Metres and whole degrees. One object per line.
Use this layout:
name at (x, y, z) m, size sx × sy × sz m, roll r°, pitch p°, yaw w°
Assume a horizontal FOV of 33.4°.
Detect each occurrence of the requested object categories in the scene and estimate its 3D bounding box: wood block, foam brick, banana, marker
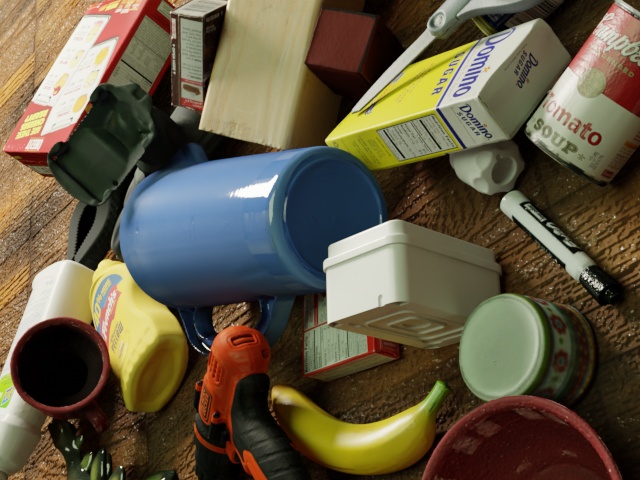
wood block at (-0.025, -0.182, 0.923) m, size 0.090 × 0.090 × 0.206 m, roll 15°, pitch 94°, yaw 24°
foam brick at (0.030, -0.152, 0.883) m, size 0.051 × 0.078 × 0.053 m, roll 14°, pitch 83°, yaw 24°
banana at (0.022, 0.143, 0.813) m, size 0.198 × 0.037 × 0.069 m, roll -8°, pitch 52°, yaw 48°
marker at (0.160, 0.005, 0.714) m, size 0.020 × 0.020 × 0.121 m, roll -57°, pitch 40°, yaw 17°

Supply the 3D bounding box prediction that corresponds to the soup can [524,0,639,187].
soup can at (0.187, -0.094, 0.685) m, size 0.102 × 0.068 × 0.068 m, roll -56°, pitch 40°, yaw 19°

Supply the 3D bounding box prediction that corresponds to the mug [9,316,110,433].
mug at (-0.243, 0.138, 1.040) m, size 0.117 × 0.093 × 0.081 m, roll 49°, pitch 162°, yaw 9°

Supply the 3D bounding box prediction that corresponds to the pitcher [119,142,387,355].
pitcher at (-0.056, 0.001, 0.875) m, size 0.144 × 0.149 × 0.243 m, roll -51°, pitch 24°, yaw -25°

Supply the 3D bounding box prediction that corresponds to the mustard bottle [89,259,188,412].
mustard bottle at (-0.192, 0.079, 1.080) m, size 0.192 × 0.058 × 0.096 m, roll 53°, pitch 129°, yaw 48°

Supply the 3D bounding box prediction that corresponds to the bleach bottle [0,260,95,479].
bleach bottle at (-0.306, 0.147, 1.130) m, size 0.103 × 0.068 × 0.250 m, roll -27°, pitch 39°, yaw 50°

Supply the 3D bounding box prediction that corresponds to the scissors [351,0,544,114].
scissors at (0.102, -0.153, 0.760) m, size 0.202 × 0.016 × 0.096 m, roll -55°, pitch 44°, yaw 14°

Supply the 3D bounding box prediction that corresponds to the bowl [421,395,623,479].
bowl at (0.131, 0.177, 0.643) m, size 0.162 × 0.055 × 0.162 m, roll -22°, pitch 60°, yaw 44°

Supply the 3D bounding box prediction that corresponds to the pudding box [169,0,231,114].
pudding box at (-0.089, -0.174, 0.948) m, size 0.039 × 0.113 × 0.090 m, roll 17°, pitch 123°, yaw 23°

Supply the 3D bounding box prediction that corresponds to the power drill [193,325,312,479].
power drill at (-0.047, 0.186, 0.829) m, size 0.188 × 0.057 × 0.185 m, roll 55°, pitch 147°, yaw 38°

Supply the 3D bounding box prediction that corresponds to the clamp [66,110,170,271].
clamp at (-0.239, -0.056, 1.215) m, size 0.165 × 0.036 × 0.210 m, roll -6°, pitch 66°, yaw 50°

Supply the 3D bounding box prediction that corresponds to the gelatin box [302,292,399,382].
gelatin box at (0.023, 0.067, 0.847) m, size 0.089 × 0.030 × 0.073 m, roll -27°, pitch 55°, yaw 45°

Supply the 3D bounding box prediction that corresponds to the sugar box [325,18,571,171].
sugar box at (0.089, -0.102, 0.783) m, size 0.093 × 0.048 × 0.177 m, roll -50°, pitch 19°, yaw -29°

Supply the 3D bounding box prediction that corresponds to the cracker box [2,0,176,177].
cracker box at (-0.255, -0.175, 1.223) m, size 0.164 × 0.072 × 0.213 m, roll 7°, pitch 66°, yaw 52°
